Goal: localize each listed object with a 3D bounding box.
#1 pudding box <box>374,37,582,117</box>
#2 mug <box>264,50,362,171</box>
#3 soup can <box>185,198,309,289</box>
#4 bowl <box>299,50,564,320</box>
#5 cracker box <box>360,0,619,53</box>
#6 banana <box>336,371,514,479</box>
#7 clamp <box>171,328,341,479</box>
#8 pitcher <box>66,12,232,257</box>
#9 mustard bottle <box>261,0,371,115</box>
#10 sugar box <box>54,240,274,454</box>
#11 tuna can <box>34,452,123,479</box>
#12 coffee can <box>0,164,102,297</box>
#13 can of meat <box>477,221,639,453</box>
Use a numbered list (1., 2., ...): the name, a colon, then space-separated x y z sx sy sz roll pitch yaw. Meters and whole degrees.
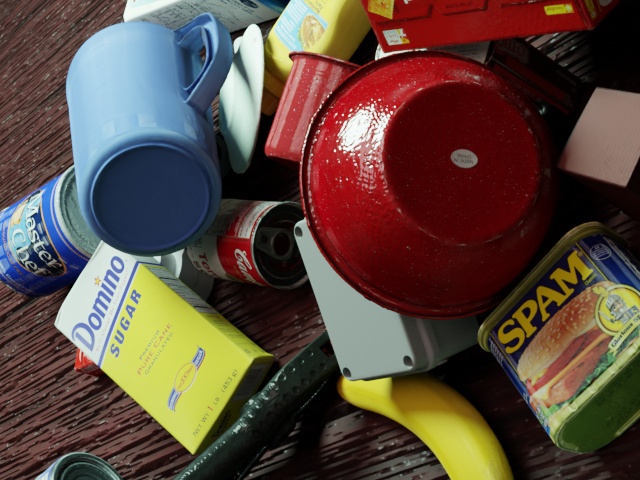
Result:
1. pudding box: 0.102 -0.109 0.715 0.114 0.089 0.039 4 74 51
2. mug: 0.005 -0.091 0.833 0.117 0.093 0.081 -173 102 -83
3. soup can: -0.056 0.001 0.858 0.102 0.068 0.068 5 74 51
4. bowl: 0.071 -0.038 0.600 0.055 0.162 0.162 139 148 -76
5. cracker box: 0.144 -0.205 0.659 0.164 0.072 0.213 4 41 50
6. banana: 0.069 0.123 0.668 0.070 0.037 0.198 -55 38 12
7. clamp: -0.040 0.132 0.763 0.171 0.039 0.120 -43 -7 -7
8. pitcher: -0.141 -0.094 0.894 0.243 0.145 0.149 -113 22 -60
9. mustard bottle: 0.005 -0.186 0.900 0.192 0.058 0.096 -52 38 15
10. sugar box: -0.129 0.081 0.860 0.176 0.048 0.093 36 100 22
11. tuna can: -0.198 0.220 0.888 0.034 0.086 0.086 -42 42 24
12. coffee can: -0.256 -0.009 1.072 0.141 0.102 0.103 -23 53 41
13. can of meat: 0.150 0.056 0.594 0.102 0.057 0.084 -50 42 19
